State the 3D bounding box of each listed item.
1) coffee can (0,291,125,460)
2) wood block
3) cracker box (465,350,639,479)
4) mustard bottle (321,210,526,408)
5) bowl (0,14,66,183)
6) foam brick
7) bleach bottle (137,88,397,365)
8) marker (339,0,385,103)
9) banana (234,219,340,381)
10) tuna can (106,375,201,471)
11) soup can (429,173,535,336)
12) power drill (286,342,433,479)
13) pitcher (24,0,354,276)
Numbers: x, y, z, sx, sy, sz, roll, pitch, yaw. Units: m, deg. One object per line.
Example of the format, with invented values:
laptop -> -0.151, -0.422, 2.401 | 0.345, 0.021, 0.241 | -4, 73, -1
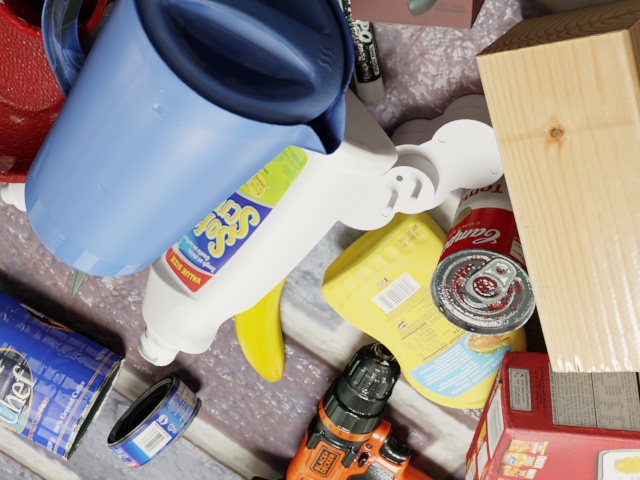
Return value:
coffee can -> -0.258, 0.115, 0.937 | 0.140, 0.102, 0.103 | 29, 129, -1
wood block -> 0.173, -0.031, 0.647 | 0.091, 0.090, 0.206 | -5, 111, 33
cracker box -> 0.220, 0.151, 0.753 | 0.213, 0.072, 0.164 | 4, 143, 1
mustard bottle -> 0.096, 0.069, 0.796 | 0.096, 0.058, 0.191 | -40, 105, 18
bowl -> -0.237, -0.124, 0.788 | 0.162, 0.055, 0.162 | 10, 127, 14
foam brick -> 0.060, -0.165, 0.649 | 0.078, 0.051, 0.053 | 9, 127, 15
bleach bottle -> -0.055, 0.001, 0.747 | 0.251, 0.067, 0.103 | -53, 53, 27
marker -> 0.023, -0.147, 0.696 | 0.020, 0.020, 0.121 | 0, 124, 21
banana -> -0.034, 0.038, 0.839 | 0.069, 0.037, 0.198 | 27, 129, 1
tuna can -> -0.147, 0.159, 0.938 | 0.086, 0.086, 0.033 | -34, 106, 35
soup can -> 0.117, 0.006, 0.716 | 0.068, 0.102, 0.068 | 10, 127, 14
power drill -> 0.079, 0.182, 0.889 | 0.187, 0.057, 0.185 | 28, 129, 2
pitcher -> -0.102, -0.079, 0.652 | 0.144, 0.149, 0.243 | 8, 151, -31
